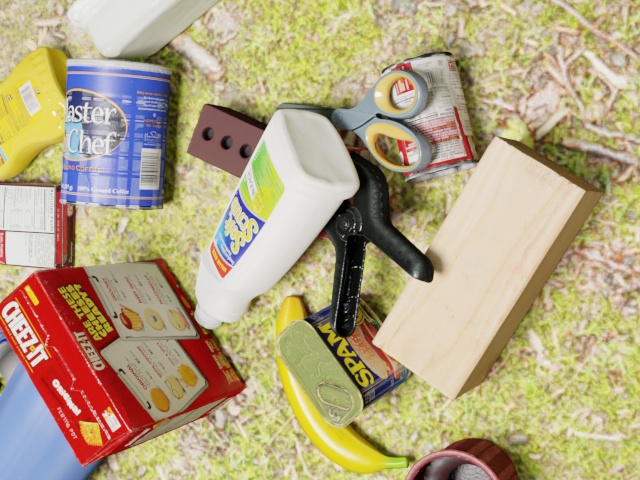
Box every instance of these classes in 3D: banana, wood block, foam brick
[{"bbox_3d":[0.003,0.149,1.018,0.069,0.037,0.198,-36,80,3],"label":"banana"},{"bbox_3d":[0.144,0.022,0.920,0.090,0.090,0.206,35,105,18],"label":"wood block"},{"bbox_3d":[-0.079,-0.093,1.029,0.078,0.051,0.053,25,102,20],"label":"foam brick"}]

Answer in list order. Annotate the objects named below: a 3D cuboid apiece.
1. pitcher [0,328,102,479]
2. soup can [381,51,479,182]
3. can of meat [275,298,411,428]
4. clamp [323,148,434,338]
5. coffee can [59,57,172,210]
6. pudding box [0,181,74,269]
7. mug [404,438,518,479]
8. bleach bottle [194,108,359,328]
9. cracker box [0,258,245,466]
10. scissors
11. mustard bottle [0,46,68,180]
[{"bbox_3d":[-0.297,0.205,1.096,0.243,0.144,0.149,-54,53,19],"label":"pitcher"},{"bbox_3d":[0.097,-0.109,0.945,0.069,0.068,0.102,-14,87,23],"label":"soup can"},{"bbox_3d":[0.023,0.107,0.972,0.102,0.083,0.058,53,132,11],"label":"can of meat"},{"bbox_3d":[0.030,-0.002,0.939,0.120,0.039,0.171,-42,51,29],"label":"clamp"},{"bbox_3d":[-0.202,-0.104,1.053,0.103,0.102,0.140,6,95,22],"label":"coffee can"},{"bbox_3d":[-0.318,-0.017,1.142,0.114,0.039,0.090,4,94,21],"label":"pudding box"},{"bbox_3d":[0.136,0.230,0.939,0.117,0.081,0.093,47,109,14],"label":"mug"},{"bbox_3d":[-0.056,0.001,0.983,0.251,0.068,0.102,-57,41,38],"label":"bleach bottle"},{"bbox_3d":[-0.182,0.105,0.995,0.072,0.213,0.164,-38,78,20],"label":"cracker box"},{"bbox_3d":[0.030,-0.125,0.955,0.202,0.016,0.096,35,122,40],"label":"scissors"},{"bbox_3d":[-0.335,-0.118,1.132,0.192,0.058,0.096,-29,81,21],"label":"mustard bottle"}]
